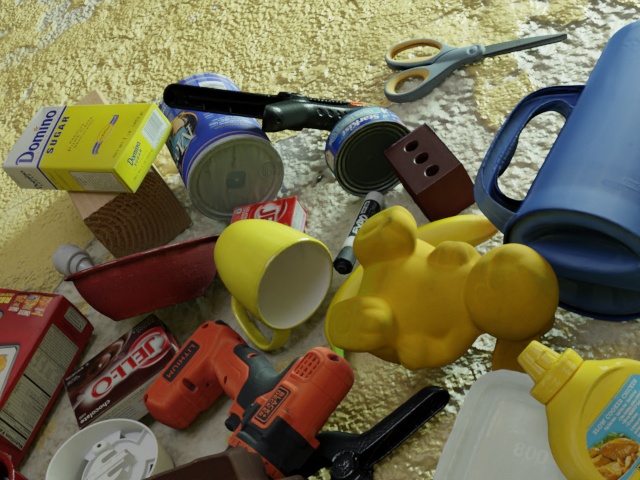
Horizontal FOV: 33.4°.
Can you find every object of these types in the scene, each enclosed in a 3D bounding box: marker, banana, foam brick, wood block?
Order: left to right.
[{"bbox_3d":[-0.234,-0.072,1.197,0.091,0.090,0.206,-37,42,-3],"label":"wood block"},{"bbox_3d":[0.036,-0.007,0.996,0.020,0.020,0.121,-8,31,26],"label":"marker"},{"bbox_3d":[0.070,0.034,0.956,0.197,0.037,0.070,-42,62,-6],"label":"banana"},{"bbox_3d":[0.104,-0.062,1.005,0.053,0.051,0.078,-34,43,1],"label":"foam brick"}]

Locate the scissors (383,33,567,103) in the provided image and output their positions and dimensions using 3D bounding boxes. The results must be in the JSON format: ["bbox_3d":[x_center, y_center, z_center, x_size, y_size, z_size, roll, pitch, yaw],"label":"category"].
[{"bbox_3d":[0.148,-0.180,1.110,0.202,0.016,0.096,8,59,36],"label":"scissors"}]

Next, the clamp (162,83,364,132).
[{"bbox_3d":[-0.040,-0.131,1.064,0.165,0.209,0.036,18,105,37],"label":"clamp"}]

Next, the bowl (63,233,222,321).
[{"bbox_3d":[-0.164,0.040,1.042,0.162,0.162,0.055,-17,89,18],"label":"bowl"}]

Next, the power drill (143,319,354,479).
[{"bbox_3d":[-0.077,0.151,0.900,0.184,0.057,0.188,-49,34,-15],"label":"power drill"}]

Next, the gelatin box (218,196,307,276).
[{"bbox_3d":[-0.057,0.001,1.064,0.073,0.030,0.089,-9,49,24],"label":"gelatin box"}]

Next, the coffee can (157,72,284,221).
[{"bbox_3d":[-0.109,-0.101,1.135,0.103,0.102,0.140,-33,43,2],"label":"coffee can"}]

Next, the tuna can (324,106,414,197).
[{"bbox_3d":[0.048,-0.086,1.037,0.086,0.086,0.034,-33,41,2],"label":"tuna can"}]

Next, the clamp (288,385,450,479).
[{"bbox_3d":[0.031,0.190,0.837,0.172,0.039,0.120,-25,39,19],"label":"clamp"}]

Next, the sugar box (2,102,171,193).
[{"bbox_3d":[-0.250,-0.099,1.130,0.176,0.048,0.093,5,55,33],"label":"sugar box"}]

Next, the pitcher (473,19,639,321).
[{"bbox_3d":[0.240,-0.070,0.867,0.145,0.149,0.242,-4,46,44],"label":"pitcher"}]

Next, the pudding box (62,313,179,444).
[{"bbox_3d":[-0.183,0.131,1.011,0.113,0.039,0.090,-39,31,-3],"label":"pudding box"}]

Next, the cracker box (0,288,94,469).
[{"bbox_3d":[-0.348,0.152,1.082,0.164,0.072,0.213,3,56,35],"label":"cracker box"}]
